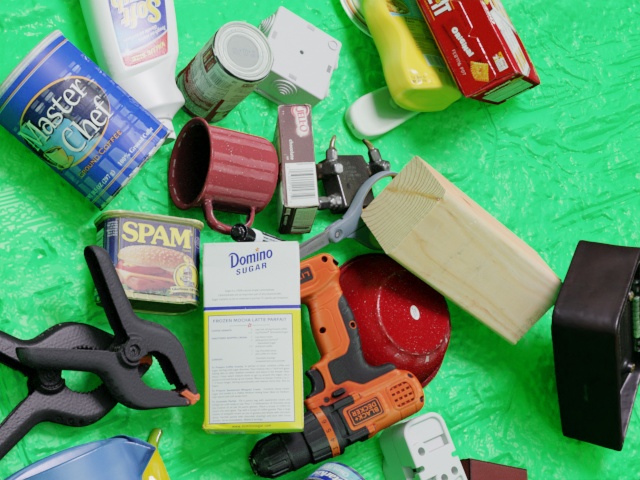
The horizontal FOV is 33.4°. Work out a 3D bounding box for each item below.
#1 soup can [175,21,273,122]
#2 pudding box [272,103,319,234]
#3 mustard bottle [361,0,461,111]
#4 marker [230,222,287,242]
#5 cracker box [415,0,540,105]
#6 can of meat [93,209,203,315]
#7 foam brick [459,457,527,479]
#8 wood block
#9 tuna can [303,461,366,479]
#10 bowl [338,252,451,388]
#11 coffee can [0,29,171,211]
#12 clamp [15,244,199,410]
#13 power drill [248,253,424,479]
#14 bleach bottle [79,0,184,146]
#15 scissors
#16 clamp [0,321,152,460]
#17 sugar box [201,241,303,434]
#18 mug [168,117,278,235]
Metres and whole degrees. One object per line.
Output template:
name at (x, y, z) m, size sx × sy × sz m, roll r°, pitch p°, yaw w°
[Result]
soup can at (-0.100, -0.172, 1.093) m, size 0.068 × 0.102 × 0.068 m, roll 11°, pitch 67°, yaw -27°
pudding box at (-0.027, -0.072, 1.105) m, size 0.039 × 0.090 × 0.113 m, roll -1°, pitch 72°, yaw -6°
mustard bottle at (0.095, -0.244, 1.229) m, size 0.096 × 0.058 × 0.192 m, roll 1°, pitch 64°, yaw -43°
marker at (-0.057, 0.001, 1.062) m, size 0.121 × 0.020 × 0.020 m, roll 23°, pitch 53°, yaw -66°
cracker box at (0.180, -0.245, 1.246) m, size 0.164 × 0.072 × 0.213 m, roll 64°, pitch 19°, yaw 4°
can of meat at (-0.163, 0.023, 1.010) m, size 0.101 × 0.058 × 0.084 m, roll 8°, pitch 71°, yaw -28°
foam brick at (0.173, 0.262, 1.123) m, size 0.078 × 0.053 × 0.051 m, roll 16°, pitch 64°, yaw -26°
wood block at (0.155, 0.013, 1.138) m, size 0.205 × 0.090 × 0.091 m, roll 35°, pitch 14°, yaw -31°
tuna can at (0.020, 0.254, 1.014) m, size 0.033 × 0.086 × 0.086 m, roll -32°, pitch 90°, yaw -37°
bowl at (0.084, 0.083, 1.136) m, size 0.161 × 0.055 × 0.162 m, roll 11°, pitch 67°, yaw -28°
coffee can at (-0.225, -0.111, 0.995) m, size 0.140 × 0.103 × 0.102 m, roll 42°, pitch 56°, yaw -11°
clamp at (-0.181, 0.102, 0.937) m, size 0.120 × 0.039 × 0.171 m, roll -49°, pitch 111°, yaw -22°
power drill at (-0.013, 0.121, 1.049) m, size 0.184 × 0.057 × 0.188 m, roll -23°, pitch 81°, yaw -15°
bleach bottle at (-0.186, -0.218, 1.085) m, size 0.102 × 0.068 × 0.251 m, roll -11°, pitch 80°, yaw -32°
scissors at (0.025, 0.003, 1.136) m, size 0.201 × 0.016 × 0.096 m, roll -43°, pitch 130°, yaw -26°
clamp at (-0.245, 0.131, 0.930) m, size 0.209 × 0.036 × 0.164 m, roll 2°, pitch 72°, yaw -33°
sugar box at (-0.063, 0.091, 0.999) m, size 0.093 × 0.048 × 0.176 m, roll -1°, pitch 74°, yaw -1°
mug at (-0.094, -0.059, 1.061) m, size 0.081 × 0.093 × 0.117 m, roll 9°, pitch 58°, yaw -33°
